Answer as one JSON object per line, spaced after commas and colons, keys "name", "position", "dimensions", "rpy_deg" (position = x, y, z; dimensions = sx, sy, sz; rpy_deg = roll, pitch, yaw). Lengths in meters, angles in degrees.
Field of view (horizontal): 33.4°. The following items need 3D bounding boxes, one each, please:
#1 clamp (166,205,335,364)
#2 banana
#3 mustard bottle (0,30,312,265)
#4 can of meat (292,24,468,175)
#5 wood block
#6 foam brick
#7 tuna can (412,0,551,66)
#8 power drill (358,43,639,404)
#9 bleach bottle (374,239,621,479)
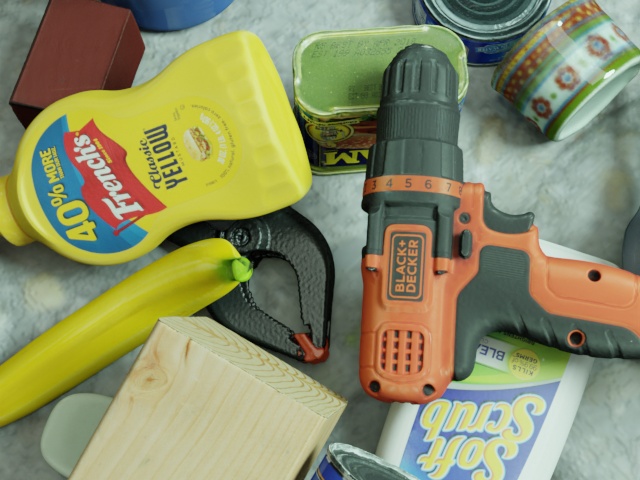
{"name": "clamp", "position": [-0.054, 0.001, 0.619], "dimensions": [0.120, 0.039, 0.171], "rpy_deg": [-26, 75, 11]}
{"name": "banana", "position": [-0.115, 0.047, 0.584], "dimensions": [0.198, 0.069, 0.037], "rpy_deg": [-31, 89, 16]}
{"name": "mustard bottle", "position": [-0.108, -0.039, 0.587], "dimensions": [0.192, 0.058, 0.096], "rpy_deg": [-18, 100, 15]}
{"name": "can of meat", "position": [0.033, -0.081, 0.619], "dimensions": [0.102, 0.084, 0.057], "rpy_deg": [-4, 72, -1]}
{"name": "wood block", "position": [-0.080, 0.148, 0.517], "dimensions": [0.091, 0.090, 0.206], "rpy_deg": [29, 91, 9]}
{"name": "foam brick", "position": [-0.145, -0.101, 0.644], "dimensions": [0.051, 0.053, 0.078], "rpy_deg": [15, 73, 5]}
{"name": "tuna can", "position": [0.101, -0.155, 0.668], "dimensions": [0.086, 0.034, 0.086], "rpy_deg": [0, 72, 1]}
{"name": "power drill", "position": [0.113, -0.007, 0.530], "dimensions": [0.188, 0.057, 0.184], "rpy_deg": [3, 84, 11]}
{"name": "bleach bottle", "position": [0.080, 0.122, 0.567], "dimensions": [0.102, 0.068, 0.251], "rpy_deg": [17, 76, 8]}
